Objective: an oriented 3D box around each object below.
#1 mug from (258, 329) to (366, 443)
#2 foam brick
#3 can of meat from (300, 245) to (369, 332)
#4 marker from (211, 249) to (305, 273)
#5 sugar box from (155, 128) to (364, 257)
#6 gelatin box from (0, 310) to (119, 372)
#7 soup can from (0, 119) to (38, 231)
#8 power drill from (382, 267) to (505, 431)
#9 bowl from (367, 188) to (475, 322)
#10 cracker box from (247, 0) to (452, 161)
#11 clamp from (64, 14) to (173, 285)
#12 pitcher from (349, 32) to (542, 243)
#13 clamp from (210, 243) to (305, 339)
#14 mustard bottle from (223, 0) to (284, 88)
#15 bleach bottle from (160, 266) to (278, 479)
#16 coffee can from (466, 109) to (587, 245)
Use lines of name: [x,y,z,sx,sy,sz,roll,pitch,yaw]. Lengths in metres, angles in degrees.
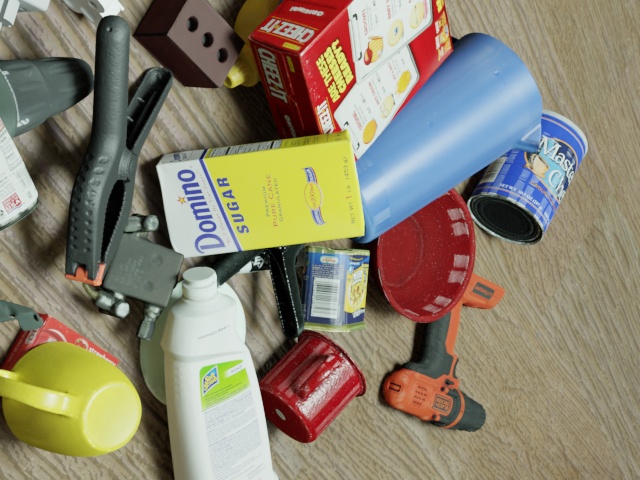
mug: [-0.010,0.148,1.082,0.093,0.117,0.081,44,63,3]
foam brick: [-0.116,-0.179,0.952,0.078,0.051,0.053,42,67,-42]
can of meat: [0.015,0.049,1.111,0.102,0.057,0.084,3,92,-73]
marker: [-0.061,0.022,1.069,0.120,0.020,0.020,-7,101,-46]
sugar box: [-0.053,-0.041,0.965,0.048,0.176,0.093,-89,170,-71]
gelatin box: [-0.223,0.112,0.903,0.089,0.030,0.073,44,65,-42]
soup can: [-0.244,-0.058,0.726,0.068,0.069,0.102,-39,119,-36]
power drill: [0.165,0.135,1.302,0.184,0.057,0.187,26,77,-46]
bowl: [0.104,0.010,1.211,0.161,0.055,0.162,-4,97,-41]
cracker box: [0.035,-0.188,1.018,0.213,0.072,0.164,-49,145,-26]
clamp: [-0.170,-0.071,0.862,0.164,0.036,0.210,69,34,-76]
pitcher: [0.098,-0.112,1.122,0.242,0.149,0.145,-35,122,-19]
clamp: [-0.057,0.001,1.038,0.120,0.039,0.171,25,60,-41]
mustard bottle: [-0.031,-0.206,1.034,0.191,0.058,0.096,-46,133,-32]
bleach bottle: [-0.096,0.140,0.992,0.102,0.068,0.251,-26,124,-41]
coffee can: [0.259,-0.080,1.333,0.102,0.103,0.140,50,61,-39]
